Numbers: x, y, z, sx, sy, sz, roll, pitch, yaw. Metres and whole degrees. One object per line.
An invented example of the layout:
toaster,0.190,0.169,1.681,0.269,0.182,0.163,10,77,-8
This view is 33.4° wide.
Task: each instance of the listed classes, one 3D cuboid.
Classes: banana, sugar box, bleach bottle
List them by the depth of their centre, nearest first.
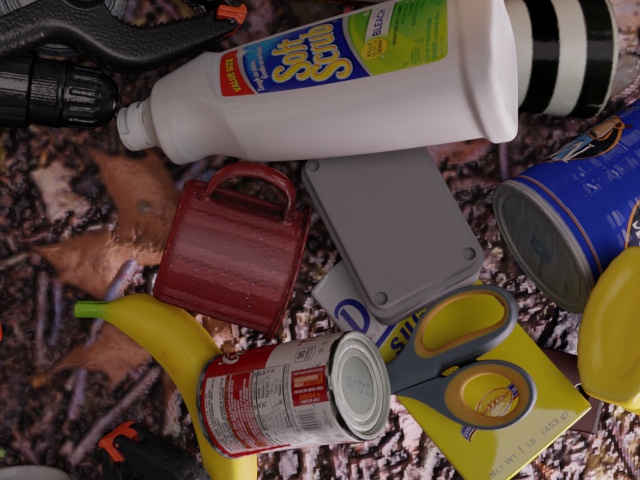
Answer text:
bleach bottle,-0.011,-0.087,0.648,0.251,0.102,0.068,-10,136,20
sugar box,0.082,0.071,0.699,0.093,0.048,0.176,-41,78,-2
banana,-0.084,0.110,0.707,0.070,0.037,0.198,-28,95,13

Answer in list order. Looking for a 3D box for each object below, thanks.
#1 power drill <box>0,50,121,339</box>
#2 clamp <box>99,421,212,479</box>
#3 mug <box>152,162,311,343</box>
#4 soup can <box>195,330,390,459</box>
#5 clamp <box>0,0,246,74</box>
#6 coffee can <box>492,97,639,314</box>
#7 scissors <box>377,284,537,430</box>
power drill,-0.225,-0.032,0.661,0.184,0.057,0.187,7,87,-9
clamp,-0.077,0.191,0.685,0.120,0.039,0.171,-24,98,21
mug,-0.054,0.001,0.674,0.081,0.093,0.117,17,127,-7
soup can,-0.017,0.096,0.657,0.102,0.068,0.068,-14,96,32
clamp,-0.149,-0.163,0.646,0.209,0.036,0.164,1,84,-18
coffee can,0.204,-0.030,0.730,0.140,0.103,0.103,-32,98,-10
scissors,0.050,0.103,0.669,0.202,0.016,0.096,-40,77,25
